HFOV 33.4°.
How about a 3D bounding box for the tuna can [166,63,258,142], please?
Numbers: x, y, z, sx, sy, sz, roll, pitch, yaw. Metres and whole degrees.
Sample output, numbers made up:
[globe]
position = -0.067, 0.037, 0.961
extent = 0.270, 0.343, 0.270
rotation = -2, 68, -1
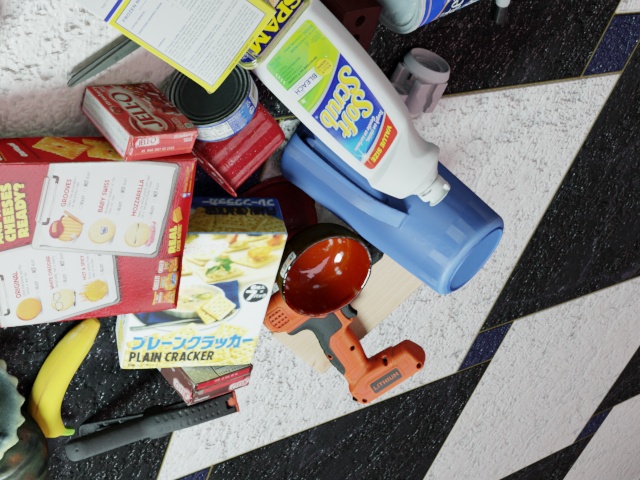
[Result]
[tuna can]
position = -0.104, -0.139, 1.035
extent = 0.086, 0.086, 0.033
rotation = -39, 150, -5

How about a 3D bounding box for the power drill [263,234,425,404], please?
[power drill]
position = 0.045, 0.097, 1.309
extent = 0.185, 0.187, 0.057
rotation = -35, -164, 19

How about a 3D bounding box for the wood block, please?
[wood block]
position = 0.041, 0.062, 1.373
extent = 0.090, 0.090, 0.206
rotation = 39, 114, -14

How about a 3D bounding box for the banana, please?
[banana]
position = -0.304, 0.168, 1.236
extent = 0.069, 0.037, 0.198
rotation = -34, 154, -49

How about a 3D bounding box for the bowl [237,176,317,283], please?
[bowl]
position = -0.058, 0.002, 1.286
extent = 0.162, 0.055, 0.162
rotation = -28, 146, -22

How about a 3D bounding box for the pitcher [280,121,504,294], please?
[pitcher]
position = 0.076, -0.052, 1.182
extent = 0.149, 0.243, 0.145
rotation = -40, 158, -24

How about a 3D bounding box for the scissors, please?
[scissors]
position = -0.145, -0.212, 0.968
extent = 0.201, 0.016, 0.096
rotation = -27, 144, -25

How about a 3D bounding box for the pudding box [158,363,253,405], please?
[pudding box]
position = -0.150, 0.142, 1.298
extent = 0.089, 0.114, 0.039
rotation = -13, 135, -40

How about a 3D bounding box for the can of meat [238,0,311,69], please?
[can of meat]
position = -0.069, -0.220, 0.973
extent = 0.102, 0.057, 0.083
rotation = -50, 144, 8

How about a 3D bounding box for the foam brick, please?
[foam brick]
position = 0.021, -0.221, 1.107
extent = 0.052, 0.051, 0.078
rotation = -17, 140, -36

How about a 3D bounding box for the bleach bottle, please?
[bleach bottle]
position = 0.040, -0.134, 1.067
extent = 0.103, 0.250, 0.068
rotation = -43, -167, 17

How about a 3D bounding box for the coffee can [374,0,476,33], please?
[coffee can]
position = 0.124, -0.285, 1.096
extent = 0.140, 0.103, 0.103
rotation = -28, 146, -23

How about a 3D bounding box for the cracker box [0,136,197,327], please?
[cracker box]
position = -0.233, -0.012, 0.999
extent = 0.213, 0.072, 0.164
rotation = -4, 117, -31

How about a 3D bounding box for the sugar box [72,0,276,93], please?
[sugar box]
position = -0.134, -0.209, 0.884
extent = 0.176, 0.048, 0.093
rotation = 33, 104, -25

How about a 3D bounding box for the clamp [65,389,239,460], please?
[clamp]
position = -0.202, 0.219, 1.275
extent = 0.210, 0.036, 0.164
rotation = -14, 180, -1

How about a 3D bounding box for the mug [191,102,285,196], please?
[mug]
position = -0.091, -0.105, 1.101
extent = 0.081, 0.093, 0.117
rotation = -45, 180, -5

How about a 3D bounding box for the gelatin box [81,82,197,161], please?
[gelatin box]
position = -0.168, -0.112, 0.991
extent = 0.073, 0.089, 0.030
rotation = -11, 134, -40

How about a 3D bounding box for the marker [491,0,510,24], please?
[marker]
position = 0.220, -0.306, 1.258
extent = 0.020, 0.020, 0.121
rotation = -27, 145, -25
